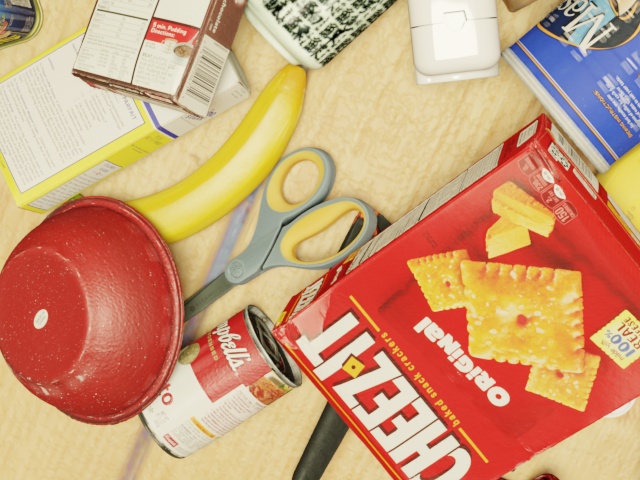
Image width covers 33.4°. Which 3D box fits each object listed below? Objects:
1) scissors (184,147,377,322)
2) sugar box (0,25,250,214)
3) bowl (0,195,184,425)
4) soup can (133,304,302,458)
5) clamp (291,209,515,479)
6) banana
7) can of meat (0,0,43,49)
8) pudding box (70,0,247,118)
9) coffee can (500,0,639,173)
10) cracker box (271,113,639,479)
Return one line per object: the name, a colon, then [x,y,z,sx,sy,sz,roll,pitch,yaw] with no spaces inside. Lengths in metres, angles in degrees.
scissors: [-0.055,0.001,0.761,0.202,0.016,0.096,-20,73,22]
sugar box: [-0.144,-0.100,0.734,0.176,0.048,0.093,-27,80,6]
bowl: [-0.172,0.049,0.729,0.162,0.055,0.162,0,91,32]
soup can: [-0.073,0.100,0.755,0.102,0.068,0.068,-33,95,9]
clamp: [0.039,0.084,0.755,0.164,0.036,0.210,-16,96,-1]
banana: [-0.084,-0.047,0.749,0.198,0.037,0.069,-29,95,9]
can of meat: [-0.252,-0.155,0.723,0.102,0.084,0.057,-15,97,7]
pudding box: [-0.098,-0.143,0.678,0.090,0.039,0.113,18,85,28]
coffee can: [0.200,-0.125,0.673,0.140,0.102,0.103,-40,93,14]
cracker box: [0.102,0.052,0.665,0.214,0.072,0.164,-37,96,23]
